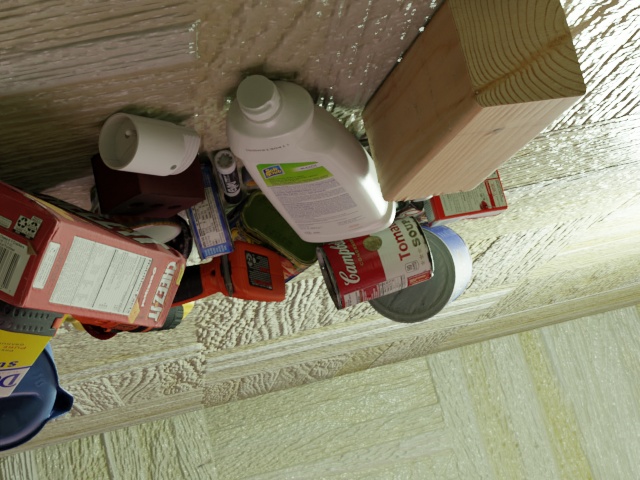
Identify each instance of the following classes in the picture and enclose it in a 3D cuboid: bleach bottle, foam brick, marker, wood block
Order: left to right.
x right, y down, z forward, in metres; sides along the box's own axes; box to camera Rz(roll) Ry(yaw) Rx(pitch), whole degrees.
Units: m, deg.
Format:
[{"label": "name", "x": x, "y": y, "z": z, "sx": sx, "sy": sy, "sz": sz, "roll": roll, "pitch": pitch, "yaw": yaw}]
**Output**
[{"label": "foam brick", "x": -0.143, "y": -0.051, "z": 0.893, "sx": 0.053, "sy": 0.051, "sz": 0.078, "roll": -24, "pitch": 164, "yaw": 36}, {"label": "marker", "x": -0.085, "y": -0.057, "z": 1.002, "sx": 0.020, "sy": 0.020, "sz": 0.121, "roll": -14, "pitch": 167, "yaw": -4}, {"label": "bleach bottle", "x": -0.009, "y": -0.071, "z": 0.895, "sx": 0.103, "sy": 0.068, "sz": 0.250, "roll": -12, "pitch": 159, "yaw": 11}, {"label": "wood block", "x": 0.113, "y": -0.109, "z": 0.848, "sx": 0.090, "sy": 0.090, "sz": 0.206, "roll": -9, "pitch": 166, "yaw": -19}]

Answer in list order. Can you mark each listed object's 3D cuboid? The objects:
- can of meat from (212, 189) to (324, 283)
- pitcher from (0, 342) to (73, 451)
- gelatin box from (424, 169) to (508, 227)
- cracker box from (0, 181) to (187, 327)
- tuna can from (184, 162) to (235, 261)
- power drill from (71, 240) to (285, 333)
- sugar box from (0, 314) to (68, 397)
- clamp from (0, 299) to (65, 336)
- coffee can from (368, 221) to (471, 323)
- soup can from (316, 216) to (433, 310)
[{"label": "can of meat", "x": -0.057, "y": 0.001, "z": 1.121, "sx": 0.102, "sy": 0.057, "sz": 0.084, "roll": 34, "pitch": 144, "yaw": -15}, {"label": "pitcher", "x": -0.370, "y": 0.140, "z": 1.194, "sx": 0.145, "sy": 0.149, "sz": 0.243, "roll": -31, "pitch": -170, "yaw": -10}, {"label": "gelatin box", "x": 0.149, "y": -0.058, "z": 1.134, "sx": 0.089, "sy": 0.073, "sz": 0.030, "roll": -10, "pitch": 167, "yaw": -22}, {"label": "cracker box", "x": -0.220, "y": -0.001, "z": 0.813, "sx": 0.164, "sy": 0.072, "sz": 0.213, "roll": 23, "pitch": 179, "yaw": 19}, {"label": "tuna can", "x": -0.104, "y": -0.027, "z": 0.966, "sx": 0.033, "sy": 0.086, "sz": 0.086, "roll": -15, "pitch": 167, "yaw": -4}, {"label": "power drill", "x": -0.134, "y": 0.054, "z": 1.078, "sx": 0.188, "sy": 0.057, "sz": 0.184, "roll": -16, "pitch": 168, "yaw": 20}, {"label": "sugar box", "x": -0.304, "y": 0.086, "z": 0.992, "sx": 0.093, "sy": 0.048, "sz": 0.176, "roll": 8, "pitch": 137, "yaw": -36}, {"label": "clamp", "x": -0.295, "y": 0.027, "z": 0.825, "sx": 0.209, "sy": 0.036, "sz": 0.165, "roll": 25, "pitch": -176, "yaw": -45}, {"label": "coffee can", "x": 0.108, "y": 0.032, "z": 1.177, "sx": 0.103, "sy": 0.103, "sz": 0.140, "roll": -18, "pitch": 178, "yaw": 15}, {"label": "soup can", "x": 0.054, "y": 0.022, "z": 1.066, "sx": 0.102, "sy": 0.068, "sz": 0.068, "roll": -18, "pitch": 167, "yaw": -6}]
